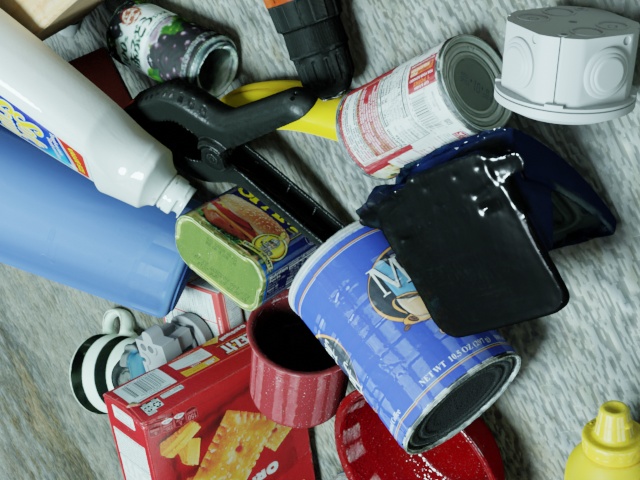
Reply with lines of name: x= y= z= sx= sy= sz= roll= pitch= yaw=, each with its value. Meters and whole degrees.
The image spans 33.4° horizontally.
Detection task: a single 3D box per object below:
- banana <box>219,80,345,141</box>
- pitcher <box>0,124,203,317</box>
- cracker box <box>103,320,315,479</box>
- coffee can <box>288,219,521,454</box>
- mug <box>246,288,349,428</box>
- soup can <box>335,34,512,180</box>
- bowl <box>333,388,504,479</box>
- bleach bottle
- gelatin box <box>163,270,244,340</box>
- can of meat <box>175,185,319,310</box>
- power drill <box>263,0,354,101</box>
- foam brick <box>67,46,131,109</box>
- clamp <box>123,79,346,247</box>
banana: x=-0.032 y=-0.093 z=0.824 sx=0.198 sy=0.037 sz=0.069 roll=-6 pitch=129 yaw=48
pitcher: x=-0.220 y=-0.034 z=0.922 sx=0.243 sy=0.145 sz=0.149 roll=22 pitch=164 yaw=-2
cracker box: x=-0.089 y=0.201 z=0.962 sx=0.072 sy=0.163 sz=0.214 roll=23 pitch=129 yaw=46
coffee can: x=0.058 y=0.065 z=0.760 sx=0.140 sy=0.102 sz=0.103 roll=50 pitch=141 yaw=26
mug: x=-0.017 y=0.091 z=0.879 sx=0.117 sy=0.093 sz=0.081 roll=-97 pitch=10 yaw=-45
soup can: x=0.067 y=-0.086 z=0.700 sx=0.102 sy=0.068 sz=0.068 roll=-22 pitch=98 yaw=49
bowl: x=0.089 y=0.173 z=0.853 sx=0.162 sy=0.055 sz=0.162 roll=25 pitch=130 yaw=33
bleach bottle: x=-0.203 y=-0.103 z=0.815 sx=0.250 sy=0.068 sz=0.103 roll=35 pitch=158 yaw=-7
gelatin box: x=-0.112 y=0.063 z=1.006 sx=0.089 sy=0.030 sz=0.073 roll=16 pitch=126 yaw=38
can of meat: x=-0.056 y=0.001 z=0.867 sx=0.102 sy=0.083 sz=0.057 roll=35 pitch=135 yaw=25
power drill: x=0.025 y=-0.189 z=0.684 sx=0.188 sy=0.057 sz=0.184 roll=-6 pitch=110 yaw=47
foam brick: x=-0.208 y=-0.124 z=0.964 sx=0.051 sy=0.052 sz=0.078 roll=-17 pitch=101 yaw=49
clamp: x=-0.070 y=-0.079 z=0.804 sx=0.210 sy=0.036 sz=0.164 roll=26 pitch=149 yaw=23
